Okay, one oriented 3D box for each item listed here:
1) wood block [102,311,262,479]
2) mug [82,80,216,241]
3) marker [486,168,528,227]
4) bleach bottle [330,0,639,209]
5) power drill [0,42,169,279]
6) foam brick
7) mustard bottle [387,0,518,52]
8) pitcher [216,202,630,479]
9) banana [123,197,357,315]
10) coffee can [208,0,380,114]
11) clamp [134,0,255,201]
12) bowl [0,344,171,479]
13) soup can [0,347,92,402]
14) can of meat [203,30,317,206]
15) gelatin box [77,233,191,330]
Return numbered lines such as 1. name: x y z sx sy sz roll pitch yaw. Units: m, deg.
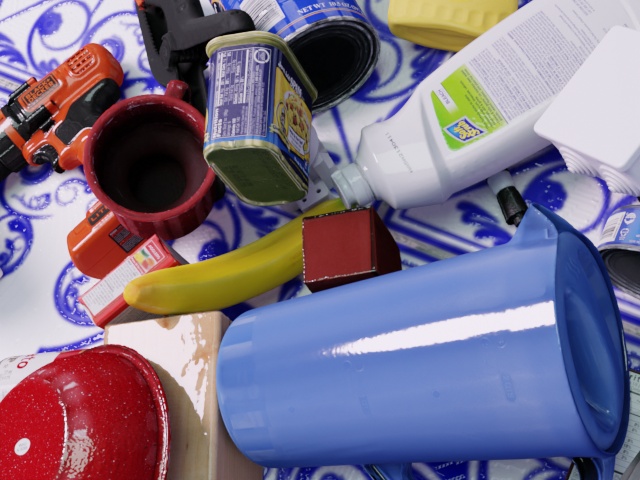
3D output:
1. wood block: -0.095 0.163 0.720 0.090 0.090 0.206 -8 65 17
2. mug: -0.115 -0.059 0.772 0.093 0.081 0.117 11 75 1
3. marker: 0.123 -0.061 0.780 0.020 0.020 0.121 -26 61 8
4. bleach bottle: 0.118 -0.100 0.754 0.251 0.068 0.103 -29 63 -3
5. power drill: -0.210 -0.057 0.878 0.184 0.057 0.188 -41 60 -1
6. foam brick: 0.024 0.017 0.748 0.051 0.078 0.053 -11 62 16
7. mustard bottle: 0.116 -0.244 0.821 0.096 0.058 0.191 11 81 8
8. pitcher: 0.061 0.088 0.663 0.243 0.145 0.149 -13 43 29
9. banana: -0.051 0.012 0.765 0.197 0.070 0.037 -28 50 -24
10. coffee can: -0.028 -0.183 0.841 0.103 0.102 0.140 -30 61 5
11. clamp: -0.105 -0.156 0.852 0.036 0.165 0.210 -6 48 -26
12. bowl: -0.169 0.138 0.679 0.162 0.055 0.162 -19 60 36
13. soup can: -0.184 0.115 0.787 0.102 0.068 0.068 -7 65 18
14. can of meat: -0.041 -0.080 0.735 0.057 0.102 0.084 -5 68 17
15. gelatin box: -0.128 0.039 0.787 0.073 0.089 0.030 -39 70 -1
